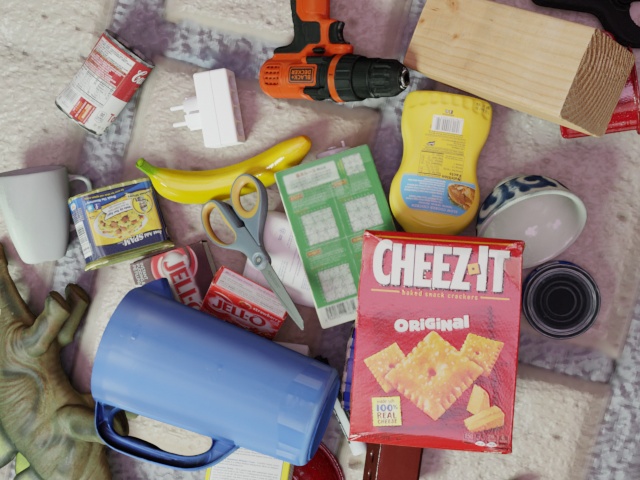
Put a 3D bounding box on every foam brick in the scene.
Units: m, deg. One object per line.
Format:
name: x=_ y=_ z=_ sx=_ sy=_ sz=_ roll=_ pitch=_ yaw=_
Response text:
foam brick: x=0.081 y=0.242 z=1.193 sx=0.051 sy=0.053 sz=0.078 roll=6 pitch=94 yaw=-14

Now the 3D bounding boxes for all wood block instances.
wood block: x=0.197 y=-0.183 z=1.084 sx=0.206 sy=0.090 sz=0.090 roll=28 pitch=99 yaw=42

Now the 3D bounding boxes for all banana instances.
banana: x=-0.104 y=-0.075 z=1.201 sx=0.198 sy=0.069 sz=0.037 roll=-9 pitch=56 yaw=2

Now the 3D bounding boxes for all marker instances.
marker: x=0.021 y=0.188 z=1.221 sx=0.020 sy=0.020 sz=0.121 roll=-25 pitch=90 yaw=9

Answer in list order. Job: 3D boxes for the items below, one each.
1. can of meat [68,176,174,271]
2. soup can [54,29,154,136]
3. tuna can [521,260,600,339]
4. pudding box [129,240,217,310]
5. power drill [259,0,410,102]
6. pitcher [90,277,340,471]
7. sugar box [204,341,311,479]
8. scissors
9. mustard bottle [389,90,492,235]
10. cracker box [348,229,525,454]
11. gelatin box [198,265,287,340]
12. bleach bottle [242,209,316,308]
can of meat: x=-0.227 y=-0.020 z=1.208 sx=0.101 sy=0.058 sz=0.084 roll=-16 pitch=89 yaw=-26
soup can: x=-0.245 y=-0.178 z=1.209 sx=0.068 sy=0.068 sz=0.102 roll=39 pitch=98 yaw=4
tuna can: x=0.263 y=0.065 z=1.172 sx=0.086 sy=0.033 sz=0.086 roll=1 pitch=94 yaw=8
pudding box: x=-0.158 y=0.065 z=1.228 sx=0.090 sy=0.039 sz=0.113 roll=-18 pitch=92 yaw=7
power drill: x=0.019 y=-0.242 z=1.146 sx=0.185 sy=0.057 sz=0.187 roll=6 pitch=91 yaw=33
pitcher: x=-0.112 y=0.156 z=1.121 sx=0.243 sy=0.144 sz=0.149 roll=19 pitch=120 yaw=10
sugar box: x=-0.068 y=0.200 z=1.189 sx=0.093 sy=0.048 sz=0.176 roll=7 pitch=67 yaw=8
scissors: x=-0.057 y=0.001 z=1.142 sx=0.202 sy=0.016 sz=0.096 roll=38 pitch=102 yaw=36
mustard bottle: x=0.125 y=-0.061 z=1.153 sx=0.096 sy=0.058 sz=0.191 roll=9 pitch=83 yaw=0
cracker box: x=0.118 y=0.101 z=1.077 sx=0.164 sy=0.072 sz=0.214 roll=4 pitch=86 yaw=7
gelatin box: x=-0.084 y=0.074 z=1.168 sx=0.089 sy=0.073 sz=0.030 roll=27 pitch=53 yaw=-3
bleach bottle: x=0.044 y=0.045 z=1.188 sx=0.251 sy=0.068 sz=0.102 roll=17 pitch=93 yaw=4
